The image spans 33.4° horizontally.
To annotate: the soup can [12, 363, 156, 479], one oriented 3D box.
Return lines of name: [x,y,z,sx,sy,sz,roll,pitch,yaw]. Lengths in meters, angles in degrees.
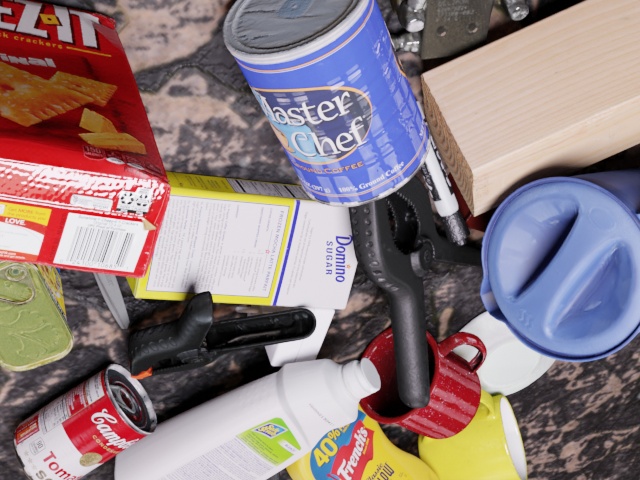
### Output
soup can: [-0.200,0.159,0.903,0.102,0.068,0.068,-33,131,9]

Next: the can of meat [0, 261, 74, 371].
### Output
can of meat: [-0.223,0.029,0.777,0.057,0.084,0.102,-19,132,-4]

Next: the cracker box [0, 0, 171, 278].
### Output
cracker box: [-0.188,-0.075,0.618,0.164,0.214,0.072,8,123,-26]

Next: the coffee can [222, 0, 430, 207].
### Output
coffee can: [0.007,-0.107,0.737,0.103,0.103,0.140,-27,132,2]

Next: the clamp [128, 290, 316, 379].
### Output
clamp: [-0.089,0.079,0.855,0.120,0.039,0.172,15,154,-34]

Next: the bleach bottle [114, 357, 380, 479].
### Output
bleach bottle: [-0.056,0.169,0.926,0.251,0.068,0.102,-28,133,22]

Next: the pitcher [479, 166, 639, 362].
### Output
pitcher: [0.248,0.000,0.834,0.242,0.149,0.145,-15,123,-51]

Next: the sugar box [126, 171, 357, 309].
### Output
sugar box: [-0.056,0.001,0.832,0.176,0.048,0.093,5,112,-26]

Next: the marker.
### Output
marker: [0.089,-0.051,0.832,0.020,0.020,0.121,-23,104,-1]

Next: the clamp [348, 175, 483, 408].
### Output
clamp: [0.076,0.008,0.856,0.036,0.164,0.210,2,131,35]

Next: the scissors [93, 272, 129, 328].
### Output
scissors: [-0.159,-0.009,0.815,0.096,0.016,0.201,-34,139,-3]

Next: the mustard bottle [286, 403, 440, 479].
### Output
mustard bottle: [0.021,0.200,0.993,0.191,0.058,0.096,45,66,-13]

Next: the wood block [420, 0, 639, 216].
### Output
wood block: [0.188,-0.111,0.792,0.206,0.091,0.090,-24,158,0]

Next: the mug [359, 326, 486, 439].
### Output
mug: [0.101,0.125,0.970,0.117,0.093,0.081,-43,134,17]
